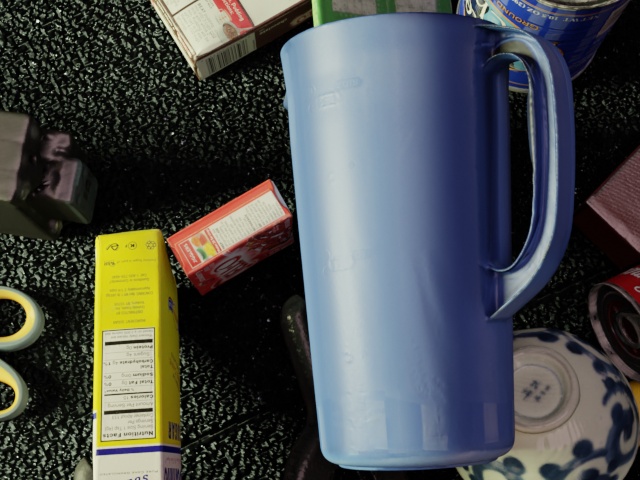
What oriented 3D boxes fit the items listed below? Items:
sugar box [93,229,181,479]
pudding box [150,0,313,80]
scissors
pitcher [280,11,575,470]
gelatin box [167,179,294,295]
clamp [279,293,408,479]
[{"bbox_3d":[-0.107,0.092,0.637,0.048,0.093,0.176,-6,66,-3],"label":"sugar box"},{"bbox_3d":[-0.060,-0.179,0.741,0.113,0.039,0.090,-31,80,-9],"label":"pudding box"},{"bbox_3d":[-0.270,0.044,0.704,0.202,0.016,0.096,32,78,6],"label":"scissors"},{"bbox_3d":[0.056,0.001,0.596,0.145,0.149,0.243,-2,83,-5],"label":"pitcher"},{"bbox_3d":[-0.054,0.001,0.676,0.073,0.089,0.030,-30,81,-6],"label":"gelatin box"},{"bbox_3d":[0.012,0.117,0.655,0.120,0.039,0.171,22,69,-7],"label":"clamp"}]
